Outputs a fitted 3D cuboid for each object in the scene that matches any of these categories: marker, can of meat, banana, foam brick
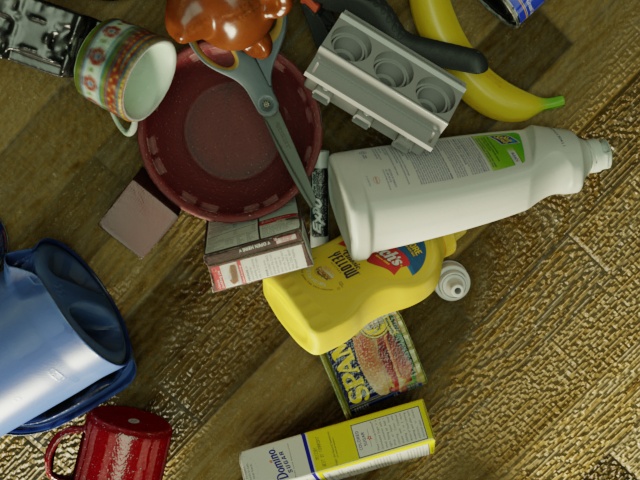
[{"bbox_3d":[-0.001,-0.023,0.989,0.020,0.020,0.121,-1,101,-2],"label":"marker"},{"bbox_3d":[0.043,0.104,0.997,0.084,0.057,0.102,-22,101,-1],"label":"can of meat"},{"bbox_3d":[0.131,-0.172,0.959,0.069,0.037,0.197,-46,101,-12],"label":"banana"},{"bbox_3d":[-0.159,-0.025,0.954,0.051,0.078,0.053,39,97,-10],"label":"foam brick"}]

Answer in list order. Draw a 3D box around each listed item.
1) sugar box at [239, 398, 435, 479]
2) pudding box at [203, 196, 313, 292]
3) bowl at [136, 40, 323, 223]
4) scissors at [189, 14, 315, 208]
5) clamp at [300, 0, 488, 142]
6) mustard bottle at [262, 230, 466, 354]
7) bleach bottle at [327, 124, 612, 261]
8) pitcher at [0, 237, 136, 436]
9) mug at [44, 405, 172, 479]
[{"bbox_3d":[0.017,0.196,0.993,0.176,0.093,0.048,-14,71,1],"label":"sugar box"},{"bbox_3d":[-0.056,0.001,0.944,0.090,0.113,0.039,-16,106,1],"label":"pudding box"},{"bbox_3d":[-0.079,-0.097,0.950,0.162,0.055,0.162,0,95,0],"label":"bowl"},{"bbox_3d":[-0.035,-0.134,0.908,0.096,0.016,0.202,-39,94,7],"label":"scissors"},{"bbox_3d":[0.050,-0.158,0.948,0.171,0.039,0.120,34,121,4],"label":"clamp"},{"bbox_3d":[0.050,0.024,0.957,0.191,0.096,0.058,-25,138,-20],"label":"mustard bottle"},{"bbox_3d":[0.138,-0.052,0.940,0.250,0.102,0.068,-10,133,-8],"label":"bleach bottle"},{"bbox_3d":[-0.295,0.121,0.960,0.243,0.145,0.149,-33,88,8],"label":"pitcher"},{"bbox_3d":[-0.196,0.201,0.987,0.117,0.093,0.081,12,96,-20],"label":"mug"}]
